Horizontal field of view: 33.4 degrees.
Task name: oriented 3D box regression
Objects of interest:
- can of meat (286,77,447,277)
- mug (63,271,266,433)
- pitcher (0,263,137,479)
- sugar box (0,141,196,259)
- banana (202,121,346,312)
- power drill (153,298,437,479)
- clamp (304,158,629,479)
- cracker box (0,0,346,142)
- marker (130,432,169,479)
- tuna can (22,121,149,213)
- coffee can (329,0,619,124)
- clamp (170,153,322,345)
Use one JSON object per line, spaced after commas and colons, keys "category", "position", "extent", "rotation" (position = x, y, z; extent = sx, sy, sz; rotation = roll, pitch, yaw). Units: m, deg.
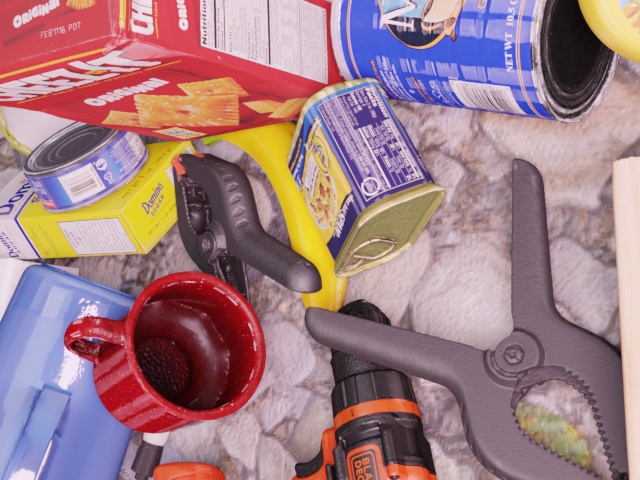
{"category": "can of meat", "position": [0.023, -0.037, 0.645], "extent": [0.084, 0.057, 0.102], "rotation": [63, 160, 18]}
{"category": "mug", "position": [-0.104, 0.073, 0.670], "extent": [0.082, 0.117, 0.093], "rotation": [-33, 47, 53]}
{"category": "pitcher", "position": [-0.196, 0.144, 0.739], "extent": [0.149, 0.144, 0.243], "rotation": [15, 82, 38]}
{"category": "sugar box", "position": [-0.179, -0.030, 0.812], "extent": [0.177, 0.048, 0.093], "rotation": [-1, 37, 34]}
{"category": "banana", "position": [-0.021, -0.031, 0.729], "extent": [0.198, 0.037, 0.070], "rotation": [59, 134, 36]}
{"category": "power drill", "position": [-0.018, 0.146, 0.653], "extent": [0.188, 0.057, 0.184], "rotation": [-28, 54, 29]}
{"category": "clamp", "position": [0.112, 0.058, 0.585], "extent": [0.164, 0.036, 0.210], "rotation": [-42, 61, -4]}
{"category": "cracker box", "position": [-0.104, -0.115, 0.650], "extent": [0.164, 0.213, 0.072], "rotation": [-7, 83, 35]}
{"category": "marker", "position": [-0.108, 0.112, 0.756], "extent": [0.020, 0.020, 0.121], "rotation": [16, 85, 39]}
{"category": "tuna can", "position": [-0.169, -0.058, 0.765], "extent": [0.086, 0.033, 0.086], "rotation": [-20, 29, 11]}
{"category": "coffee can", "position": [0.091, -0.128, 0.628], "extent": [0.141, 0.102, 0.103], "rotation": [14, 84, 39]}
{"category": "clamp", "position": [-0.055, 0.001, 0.715], "extent": [0.120, 0.039, 0.171], "rotation": [-43, 61, 39]}
